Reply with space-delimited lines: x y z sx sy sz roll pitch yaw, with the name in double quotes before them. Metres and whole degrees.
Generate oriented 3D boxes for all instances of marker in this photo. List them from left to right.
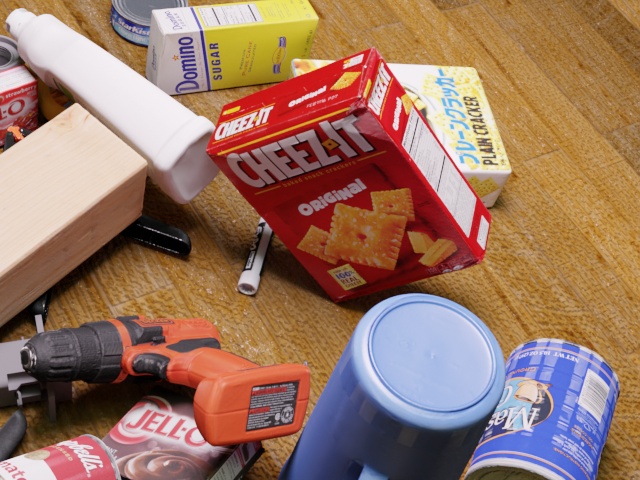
"marker" -0.057 0.001 1.039 0.020 0.020 0.121 17 49 -1

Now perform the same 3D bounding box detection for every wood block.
"wood block" -0.255 -0.012 0.911 0.091 0.090 0.205 39 57 13

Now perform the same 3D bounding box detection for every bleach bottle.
"bleach bottle" -0.203 -0.140 0.993 0.251 0.102 0.068 39 76 16

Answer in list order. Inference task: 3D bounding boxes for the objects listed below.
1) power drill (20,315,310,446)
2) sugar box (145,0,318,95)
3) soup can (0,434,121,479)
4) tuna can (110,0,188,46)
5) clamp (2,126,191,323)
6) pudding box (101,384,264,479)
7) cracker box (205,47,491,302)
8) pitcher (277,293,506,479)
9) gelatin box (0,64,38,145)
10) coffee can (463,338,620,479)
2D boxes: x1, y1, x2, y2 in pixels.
"power drill" -0.115 0.103 0.835 0.184 0.057 0.188 -2 14 -45
"sugar box" -0.096 -0.209 1.153 0.176 0.093 0.048 -13 56 -23
"soup can" -0.209 0.191 0.793 0.102 0.069 0.068 -11 53 -46
"tuna can" -0.194 -0.258 1.205 0.086 0.034 0.086 7 50 -9
"clamp" -0.246 -0.024 0.999 0.164 0.036 0.210 -34 68 -32
"pudding box" -0.115 0.169 0.848 0.114 0.039 0.089 16 45 30
"cracker box" 0.028 -0.047 0.942 0.213 0.164 0.072 50 39 -33
"pitcher" 0.047 0.156 0.792 0.144 0.243 0.149 -10 55 -21
"gelatin box" -0.319 -0.124 1.036 0.089 0.073 0.030 -27 62 -31
"coffee can" 0.191 0.169 0.912 0.103 0.103 0.140 25 50 6
